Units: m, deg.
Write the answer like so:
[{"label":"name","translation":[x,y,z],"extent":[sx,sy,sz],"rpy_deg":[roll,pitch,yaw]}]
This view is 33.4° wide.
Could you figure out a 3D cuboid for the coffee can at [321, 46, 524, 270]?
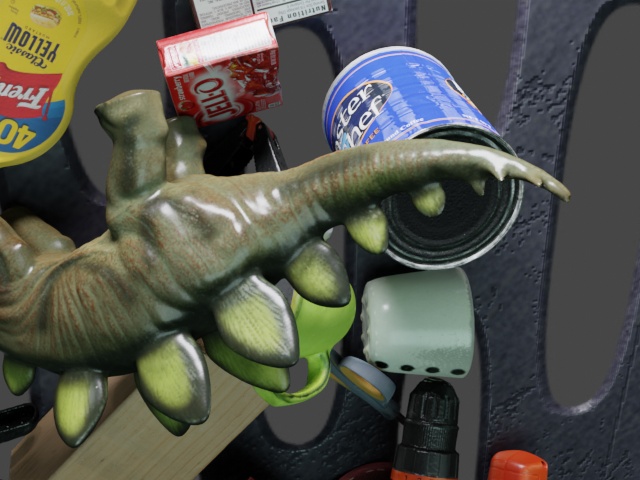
[{"label":"coffee can","translation":[0.064,-0.059,0.718],"extent":[0.102,0.140,0.103],"rpy_deg":[-5,120,-10]}]

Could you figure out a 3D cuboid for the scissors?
[{"label":"scissors","translation":[0.060,0.135,0.867],"extent":[0.201,0.096,0.016],"rpy_deg":[39,74,-26]}]

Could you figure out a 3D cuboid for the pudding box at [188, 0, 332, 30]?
[{"label":"pudding box","translation":[-0.048,-0.189,0.679],"extent":[0.090,0.039,0.113],"rpy_deg":[-16,124,-4]}]

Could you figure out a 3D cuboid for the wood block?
[{"label":"wood block","translation":[-0.140,0.142,0.818],"extent":[0.090,0.091,0.206],"rpy_deg":[37,106,-28]}]

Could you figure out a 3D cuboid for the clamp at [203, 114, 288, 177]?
[{"label":"clamp","translation":[-0.055,0.001,0.731],"extent":[0.120,0.039,0.171],"rpy_deg":[21,84,16]}]

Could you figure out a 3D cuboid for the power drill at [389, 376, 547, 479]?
[{"label":"power drill","translation":[0.120,0.209,0.881],"extent":[0.187,0.057,0.184],"rpy_deg":[15,83,-49]}]

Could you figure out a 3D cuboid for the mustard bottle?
[{"label":"mustard bottle","translation":[-0.200,-0.106,0.681],"extent":[0.096,0.058,0.192],"rpy_deg":[23,112,-29]}]

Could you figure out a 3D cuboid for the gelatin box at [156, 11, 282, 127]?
[{"label":"gelatin box","translation":[-0.064,-0.108,0.699],"extent":[0.073,0.030,0.089],"rpy_deg":[-16,163,-5]}]
